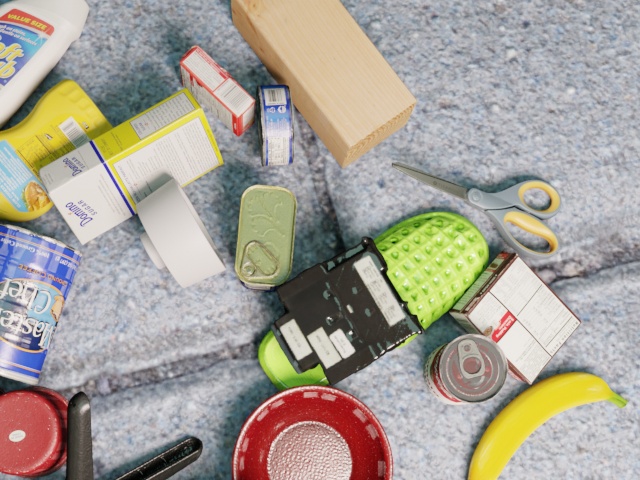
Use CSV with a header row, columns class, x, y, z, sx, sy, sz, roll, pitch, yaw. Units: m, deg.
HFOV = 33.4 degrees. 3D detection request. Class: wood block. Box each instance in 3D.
class,x,y,z,sx,sy,sz,roll,pitch,yaw
wood block,0.001,-0.192,1.139,0.090,0.090,0.206,-36,84,-9

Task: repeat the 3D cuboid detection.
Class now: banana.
class,x,y,z,sx,sy,sz,roll,pitch,yaw
banana,0.226,0.189,1.113,0.197,0.037,0.069,-29,82,-8

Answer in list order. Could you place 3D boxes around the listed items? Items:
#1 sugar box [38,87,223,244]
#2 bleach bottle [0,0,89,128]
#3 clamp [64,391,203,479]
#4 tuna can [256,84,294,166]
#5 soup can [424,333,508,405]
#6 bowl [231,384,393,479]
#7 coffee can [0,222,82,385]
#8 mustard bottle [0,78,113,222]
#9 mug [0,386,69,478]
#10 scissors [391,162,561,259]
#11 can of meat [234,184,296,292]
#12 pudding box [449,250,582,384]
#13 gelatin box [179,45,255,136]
class,x,y,z,sx,sy,sz,roll,pitch,yaw
sugar box,-0.194,-0.076,1.104,0.176,0.093,0.048,-28,53,-7
bleach bottle,-0.339,-0.200,1.135,0.102,0.068,0.250,37,78,3
clamp,-0.230,0.249,1.042,0.210,0.036,0.164,-52,129,-4
tuna can,-0.048,-0.121,1.126,0.033,0.086,0.086,-4,80,-6
soup can,0.146,0.133,1.085,0.068,0.102,0.068,1,80,-4
bowl,-0.009,0.228,1.082,0.162,0.055,0.162,1,80,-3
coffee can,-0.310,0.063,1.069,0.103,0.103,0.140,18,79,0
mustard bottle,-0.306,-0.076,1.112,0.191,0.058,0.096,-40,111,-8
mug,-0.300,0.181,1.059,0.093,0.081,0.117,-40,85,-9
scissors,0.179,-0.056,1.147,0.201,0.016,0.096,36,67,-4
can of meat,-0.057,0.001,1.104,0.057,0.084,0.102,5,80,-3
pudding box,0.205,0.080,1.115,0.113,0.039,0.090,45,79,-17
gelatin box,-0.109,-0.158,1.135,0.089,0.073,0.030,44,79,5
